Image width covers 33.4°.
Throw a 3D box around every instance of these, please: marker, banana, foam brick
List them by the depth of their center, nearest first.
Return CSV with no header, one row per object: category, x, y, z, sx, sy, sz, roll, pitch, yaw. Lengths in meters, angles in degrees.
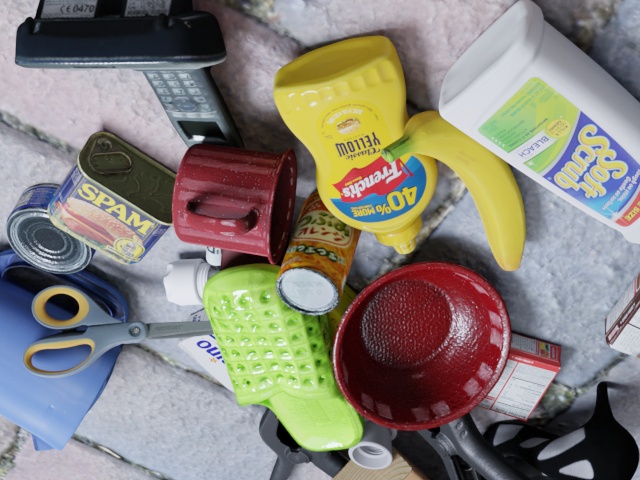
banana,0.117,-0.047,0.831,0.069,0.037,0.197,-52,131,1
foam brick,-0.056,0.001,0.934,0.051,0.053,0.078,12,135,4
marker,-0.091,-0.026,0.941,0.020,0.020,0.121,12,135,5

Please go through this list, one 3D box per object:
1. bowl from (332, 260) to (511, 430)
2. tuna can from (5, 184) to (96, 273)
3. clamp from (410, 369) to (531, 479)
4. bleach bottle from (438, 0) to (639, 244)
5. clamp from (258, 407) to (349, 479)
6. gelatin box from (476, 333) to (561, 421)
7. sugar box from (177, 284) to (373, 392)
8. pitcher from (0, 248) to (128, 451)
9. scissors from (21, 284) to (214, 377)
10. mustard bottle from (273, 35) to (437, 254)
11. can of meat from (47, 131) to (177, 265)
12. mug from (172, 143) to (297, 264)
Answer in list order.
bowl,0.084,0.085,0.945,0.162,0.055,0.162,-4,111,-11
tuna can,-0.247,-0.009,0.990,0.086,0.033,0.086,8,134,8
clamp,0.134,0.189,1.012,0.210,0.036,0.165,56,157,-6
bleach bottle,0.213,-0.067,0.787,0.250,0.068,0.103,31,135,-17
clamp,-0.027,0.226,1.153,0.120,0.039,0.171,-15,124,21
gelatin box,0.176,0.125,1.004,0.073,0.030,0.089,17,135,-2
sugar box,-0.043,0.087,1.017,0.177,0.048,0.093,-27,121,33
pitcher,-0.317,0.085,1.048,0.242,0.149,0.145,31,148,-10
scissors,-0.183,0.069,0.995,0.201,0.096,0.016,-18,162,-3
mustard bottle,0.039,-0.063,0.840,0.096,0.058,0.191,-17,128,12
can of meat,-0.178,-0.033,0.933,0.102,0.057,0.084,33,136,-15
mug,-0.071,-0.028,0.840,0.081,0.117,0.093,9,113,9
